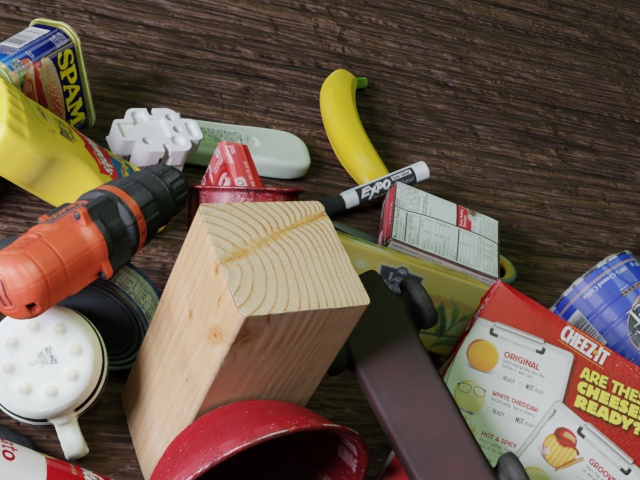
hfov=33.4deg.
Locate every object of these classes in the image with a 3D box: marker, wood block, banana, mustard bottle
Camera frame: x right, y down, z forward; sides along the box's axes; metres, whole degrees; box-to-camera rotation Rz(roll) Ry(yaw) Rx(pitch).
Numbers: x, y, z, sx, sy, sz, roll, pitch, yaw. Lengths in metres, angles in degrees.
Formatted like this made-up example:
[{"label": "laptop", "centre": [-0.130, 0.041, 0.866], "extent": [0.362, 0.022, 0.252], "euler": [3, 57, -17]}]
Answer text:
[{"label": "marker", "centre": [0.048, -0.048, 1.015], "extent": [0.121, 0.020, 0.020], "euler": [-22, 59, -19]}, {"label": "wood block", "centre": [-0.059, 0.076, 0.717], "extent": [0.090, 0.206, 0.090], "euler": [-2, 50, -30]}, {"label": "banana", "centre": [0.034, -0.118, 1.090], "extent": [0.069, 0.037, 0.198], "euler": [11, 44, -20]}, {"label": "mustard bottle", "centre": [-0.194, -0.054, 0.846], "extent": [0.191, 0.058, 0.096], "euler": [35, 11, -43]}]

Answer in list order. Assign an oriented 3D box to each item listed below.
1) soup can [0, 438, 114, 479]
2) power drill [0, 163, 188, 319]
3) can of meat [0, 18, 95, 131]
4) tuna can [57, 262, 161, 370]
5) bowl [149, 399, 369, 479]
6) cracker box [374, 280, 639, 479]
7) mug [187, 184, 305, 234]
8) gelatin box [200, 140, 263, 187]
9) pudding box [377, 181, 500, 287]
[{"label": "soup can", "centre": [-0.182, 0.162, 0.649], "extent": [0.102, 0.069, 0.068], "euler": [28, 38, -27]}, {"label": "power drill", "centre": [-0.202, 0.002, 0.736], "extent": [0.184, 0.188, 0.057], "euler": [-39, 113, -53]}, {"label": "can of meat", "centre": [-0.243, -0.123, 0.896], "extent": [0.058, 0.102, 0.083], "euler": [15, 38, 25]}, {"label": "tuna can", "centre": [-0.158, 0.052, 0.779], "extent": [0.086, 0.086, 0.033], "euler": [29, 40, 0]}, {"label": "bowl", "centre": [-0.051, 0.152, 0.683], "extent": [0.161, 0.162, 0.055], "euler": [-5, 44, -32]}, {"label": "cracker box", "centre": [0.142, 0.164, 0.781], "extent": [0.164, 0.072, 0.213], "euler": [33, 68, 4]}, {"label": "mug", "centre": [-0.055, 0.001, 0.786], "extent": [0.093, 0.117, 0.081], "euler": [1, 92, -17]}, {"label": "gelatin box", "centre": [-0.078, -0.027, 0.898], "extent": [0.030, 0.089, 0.073], "euler": [2, 48, -28]}, {"label": "pudding box", "centre": [0.109, 0.002, 0.985], "extent": [0.113, 0.039, 0.090], "euler": [20, 40, -7]}]
